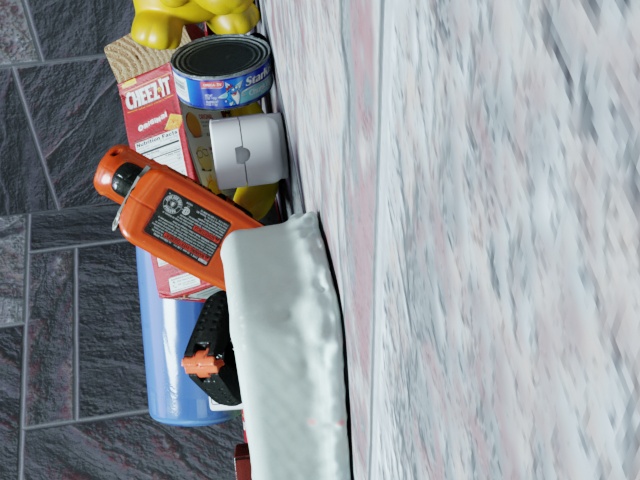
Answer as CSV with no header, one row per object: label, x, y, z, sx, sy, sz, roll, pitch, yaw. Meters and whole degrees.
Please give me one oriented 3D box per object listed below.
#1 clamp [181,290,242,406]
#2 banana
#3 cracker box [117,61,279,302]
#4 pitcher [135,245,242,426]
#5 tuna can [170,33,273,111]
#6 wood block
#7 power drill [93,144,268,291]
clamp,-0.068,0.075,0.906,0.209,0.036,0.164,5,-100,-76
banana,-0.067,-0.077,0.995,0.069,0.037,0.198,35,-150,-39
cracker box,-0.110,-0.047,1.035,0.164,0.072,0.214,11,-116,-65
pitcher,-0.140,0.081,1.198,0.149,0.145,0.243,-9,-81,-67
tuna can,-0.083,-0.144,0.913,0.086,0.086,0.034,-104,6,-55
wood block,-0.148,-0.175,1.192,0.090,0.091,0.206,64,-171,8
power drill,-0.087,-0.009,0.815,0.057,0.184,0.188,-62,13,1
